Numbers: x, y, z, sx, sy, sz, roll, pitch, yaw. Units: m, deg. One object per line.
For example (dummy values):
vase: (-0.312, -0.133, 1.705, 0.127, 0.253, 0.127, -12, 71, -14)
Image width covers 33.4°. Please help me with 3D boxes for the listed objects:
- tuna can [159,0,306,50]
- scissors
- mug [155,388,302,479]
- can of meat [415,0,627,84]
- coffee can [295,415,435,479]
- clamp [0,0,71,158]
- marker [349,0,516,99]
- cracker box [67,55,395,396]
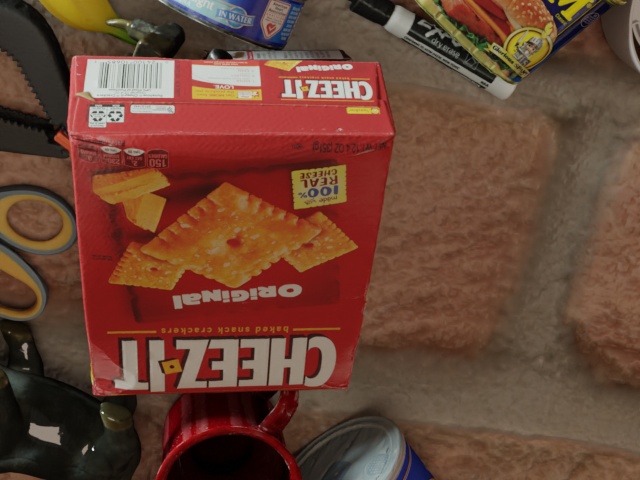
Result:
tuna can: (-0.052, -0.140, 0.601, 0.086, 0.086, 0.034, 21, 106, -15)
scissors: (-0.231, -0.033, 0.649, 0.096, 0.016, 0.201, -40, 110, 5)
mug: (-0.056, 0.135, 0.698, 0.093, 0.081, 0.117, 34, 101, -18)
can of meat: (0.113, -0.153, 0.625, 0.102, 0.057, 0.084, 40, 122, -18)
coffee can: (0.047, 0.205, 0.727, 0.103, 0.103, 0.140, -34, 111, 4)
clamp: (-0.214, -0.126, 0.606, 0.209, 0.036, 0.165, 32, 108, -17)
marker: (0.069, -0.124, 0.661, 0.121, 0.020, 0.020, 27, 103, -16)
cracker box: (-0.054, 0.001, 0.610, 0.164, 0.072, 0.214, 0, 135, -7)
